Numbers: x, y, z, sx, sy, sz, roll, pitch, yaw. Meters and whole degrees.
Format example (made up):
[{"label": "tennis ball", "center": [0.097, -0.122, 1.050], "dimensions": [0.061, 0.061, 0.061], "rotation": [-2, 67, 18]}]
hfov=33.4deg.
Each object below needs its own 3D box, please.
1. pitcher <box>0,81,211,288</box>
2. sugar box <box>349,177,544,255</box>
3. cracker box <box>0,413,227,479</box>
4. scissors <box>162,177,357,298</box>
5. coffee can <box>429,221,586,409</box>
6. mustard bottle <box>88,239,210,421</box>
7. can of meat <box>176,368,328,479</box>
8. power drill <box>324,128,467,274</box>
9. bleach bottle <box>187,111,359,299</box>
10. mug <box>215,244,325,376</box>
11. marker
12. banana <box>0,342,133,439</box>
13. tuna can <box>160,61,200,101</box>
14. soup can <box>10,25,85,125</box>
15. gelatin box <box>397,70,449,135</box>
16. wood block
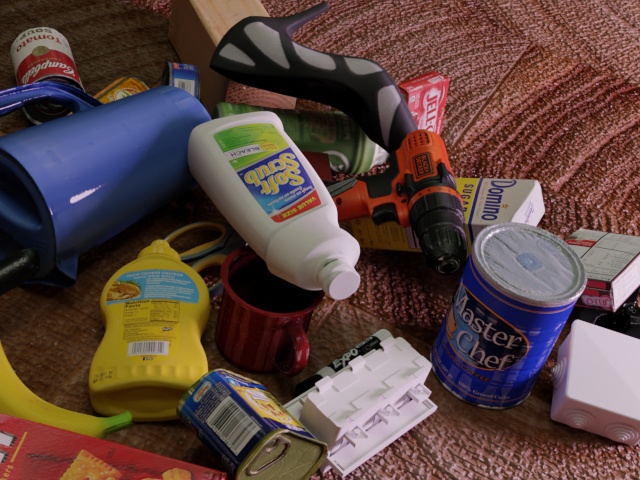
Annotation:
[{"label": "pitcher", "center": [-0.217, -0.074, 1.015], "dimensions": [0.145, 0.149, 0.242], "rotation": [18, 33, 31]}, {"label": "sugar box", "center": [0.127, -0.027, 1.081], "dimensions": [0.176, 0.048, 0.093], "rotation": [1, 32, 31]}, {"label": "cracker box", "center": [-0.185, 0.213, 0.737], "dimensions": [0.213, 0.072, 0.164], "rotation": [15, 39, 0]}, {"label": "scissors", "center": [-0.057, 0.001, 1.006], "dimensions": [0.202, 0.016, 0.096], "rotation": [-14, 53, 7]}, {"label": "coffee can", "center": [0.167, 0.069, 0.965], "dimensions": [0.102, 0.140, 0.103], "rotation": [9, 40, -8]}, {"label": "mustard bottle", "center": [-0.145, 0.067, 0.929], "dimensions": [0.096, 0.058, 0.191], "rotation": [-2, 41, -3]}, {"label": "can of meat", "center": [-0.054, 0.150, 0.836], "dimensions": [0.084, 0.057, 0.102], "rotation": [41, 2, 31]}, {"label": "power drill", "center": [0.045, -0.018, 1.029], "dimensions": [0.188, 0.057, 0.184], "rotation": [-16, 40, 10]}, {"label": "bleach bottle", "center": [-0.030, -0.030, 0.952], "dimensions": [0.102, 0.068, 0.251], "rotation": [-13, 37, -25]}, {"label": "mug", "center": [-0.043, 0.070, 0.942], "dimensions": [0.093, 0.082, 0.117], "rotation": [-13, 47, -30]}, {"label": "marker", "center": [0.021, 0.113, 0.961], "dimensions": [0.020, 0.020, 0.120], "rotation": [38, 45, 25]}, {"label": "banana", "center": [-0.238, 0.119, 0.851], "dimensions": [0.198, 0.037, 0.069], "rotation": [30, 47, 27]}, {"label": "tuna can", "center": [-0.155, -0.150, 1.160], "dimensions": [0.033, 0.086, 0.086], "rotation": [4, 41, -16]}, {"label": "soup can", "center": [-0.298, -0.179, 1.162], "dimensions": [0.068, 0.069, 0.102], "rotation": [-4, 43, -22]}, {"label": "gelatin box", "center": [0.111, -0.145, 1.236], "dimensions": [0.073, 0.089, 0.030], "rotation": [-25, 45, -39]}, {"label": "wood block", "center": [-0.104, -0.223, 1.258], "dimensions": [0.090, 0.091, 0.206], "rotation": [-7, 44, -23]}]
